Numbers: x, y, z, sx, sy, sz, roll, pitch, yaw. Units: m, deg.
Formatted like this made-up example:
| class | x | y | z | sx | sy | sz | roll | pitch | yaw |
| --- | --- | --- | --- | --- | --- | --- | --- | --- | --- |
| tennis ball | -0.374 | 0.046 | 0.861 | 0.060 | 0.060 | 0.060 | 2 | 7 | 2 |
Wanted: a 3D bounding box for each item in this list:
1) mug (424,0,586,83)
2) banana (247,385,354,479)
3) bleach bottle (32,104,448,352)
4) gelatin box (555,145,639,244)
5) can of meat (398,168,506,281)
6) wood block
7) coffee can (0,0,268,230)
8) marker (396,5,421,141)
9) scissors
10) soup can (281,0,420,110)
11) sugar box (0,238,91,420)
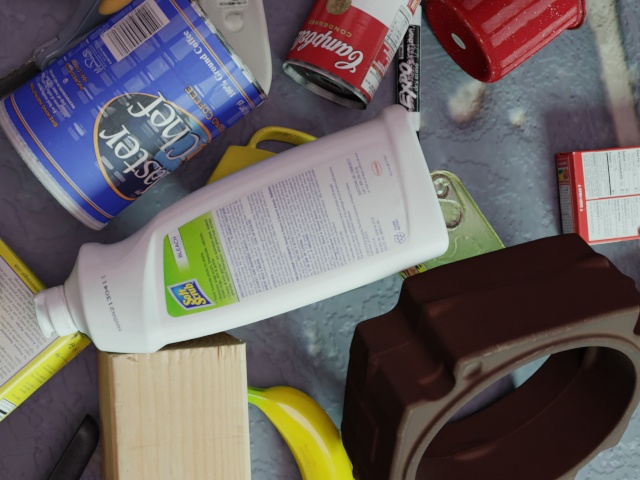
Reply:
| class | x | y | z | sx | sy | sz | roll | pitch | yaw |
| --- | --- | --- | --- | --- | --- | --- | --- | --- | --- |
| mug | 0.126 | -0.176 | 0.765 | 0.081 | 0.093 | 0.117 | -38 | 134 | -7 |
| banana | -0.007 | 0.186 | 0.779 | 0.069 | 0.037 | 0.198 | -16 | 96 | -1 |
| bleach bottle | -0.054 | 0.001 | 0.659 | 0.250 | 0.068 | 0.102 | -17 | 85 | -3 |
| gelatin box | 0.233 | -0.037 | 0.840 | 0.089 | 0.030 | 0.073 | -6 | 93 | -16 |
| can of meat | 0.081 | 0.000 | 0.768 | 0.057 | 0.084 | 0.102 | -38 | 102 | -11 |
| wood block | -0.099 | 0.169 | 0.722 | 0.090 | 0.090 | 0.206 | -3 | 93 | -17 |
| coffee can | -0.119 | -0.089 | 0.682 | 0.140 | 0.103 | 0.103 | -38 | 102 | 1 |
| marker | 0.065 | -0.113 | 0.793 | 0.020 | 0.020 | 0.121 | -1 | 93 | -16 |
| scissors | -0.172 | -0.132 | 0.691 | 0.201 | 0.096 | 0.016 | -29 | 75 | -16 |
| soup can | 0.025 | -0.153 | 0.753 | 0.068 | 0.069 | 0.102 | 28 | 85 | -16 |
| sugar box | -0.245 | 0.087 | 0.683 | 0.176 | 0.048 | 0.093 | -41 | 77 | -9 |
